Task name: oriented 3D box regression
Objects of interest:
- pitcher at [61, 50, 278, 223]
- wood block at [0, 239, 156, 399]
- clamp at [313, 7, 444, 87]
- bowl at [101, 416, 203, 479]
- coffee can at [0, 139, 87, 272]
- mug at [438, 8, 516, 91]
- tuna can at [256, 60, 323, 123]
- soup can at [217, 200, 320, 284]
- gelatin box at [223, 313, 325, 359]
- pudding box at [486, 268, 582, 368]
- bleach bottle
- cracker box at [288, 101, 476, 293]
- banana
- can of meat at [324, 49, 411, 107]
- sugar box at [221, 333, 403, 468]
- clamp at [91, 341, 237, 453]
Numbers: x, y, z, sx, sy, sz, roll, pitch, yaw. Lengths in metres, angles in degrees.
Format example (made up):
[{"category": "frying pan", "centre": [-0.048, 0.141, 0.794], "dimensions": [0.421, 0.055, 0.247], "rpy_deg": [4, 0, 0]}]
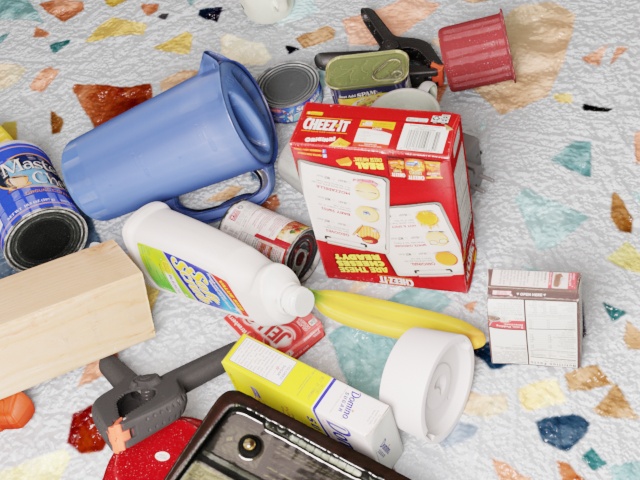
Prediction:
[{"category": "pitcher", "centre": [-0.177, -0.101, 1.265], "dimensions": [0.243, 0.144, 0.149], "rpy_deg": [-21, 58, 20]}, {"category": "wood block", "centre": [-0.294, 0.087, 1.144], "dimensions": [0.205, 0.090, 0.091], "rpy_deg": [-21, 34, -23]}, {"category": "clamp", "centre": [0.090, -0.248, 1.386], "dimensions": [0.172, 0.039, 0.120], "rpy_deg": [20, 64, 20]}, {"category": "bowl", "centre": [-0.148, 0.226, 1.036], "dimensions": [0.162, 0.055, 0.162], "rpy_deg": [-8, 43, 7]}, {"category": "coffee can", "centre": [-0.355, -0.041, 1.296], "dimensions": [0.102, 0.103, 0.140], "rpy_deg": [-30, 51, -10]}, {"category": "mug", "centre": [0.193, -0.236, 1.322], "dimensions": [0.081, 0.093, 0.117], "rpy_deg": [-11, 30, 12]}, {"category": "tuna can", "centre": [-0.040, -0.191, 1.377], "dimensions": [0.086, 0.034, 0.086], "rpy_deg": [-8, 50, 9]}, {"category": "soup can", "centre": [-0.058, 0.001, 1.205], "dimensions": [0.102, 0.068, 0.068], "rpy_deg": [23, 61, 30]}, {"category": "gelatin box", "centre": [-0.049, 0.093, 1.153], "dimensions": [0.073, 0.030, 0.089], "rpy_deg": [-38, 52, -15]}, {"category": "pudding box", "centre": [0.210, 0.078, 1.043], "dimensions": [0.090, 0.113, 0.039], "rpy_deg": [1, 50, 15]}, {"category": "bleach bottle", "centre": [-0.105, 0.030, 1.136], "dimensions": [0.251, 0.102, 0.068], "rpy_deg": [16, 47, 44]}, {"category": "cracker box", "centre": [0.071, -0.043, 1.111], "dimensions": [0.164, 0.213, 0.072], "rpy_deg": [6, 52, 19]}, {"category": "banana", "centre": [0.076, 0.084, 1.107], "dimensions": [0.198, 0.069, 0.037], "rpy_deg": [12, 94, 15]}, {"category": "can of meat", "centre": [0.063, -0.180, 1.308], "dimensions": [0.102, 0.084, 0.057], "rpy_deg": [-5, 51, 11]}, {"category": "sugar box", "centre": [-0.008, 0.163, 1.046], "dimensions": [0.176, 0.093, 0.048], "rpy_deg": [25, 62, 31]}, {"category": "clamp", "centre": [-0.182, 0.154, 1.080], "dimensions": [0.165, 0.036, 0.209], "rpy_deg": [-5, 16, 17]}]
